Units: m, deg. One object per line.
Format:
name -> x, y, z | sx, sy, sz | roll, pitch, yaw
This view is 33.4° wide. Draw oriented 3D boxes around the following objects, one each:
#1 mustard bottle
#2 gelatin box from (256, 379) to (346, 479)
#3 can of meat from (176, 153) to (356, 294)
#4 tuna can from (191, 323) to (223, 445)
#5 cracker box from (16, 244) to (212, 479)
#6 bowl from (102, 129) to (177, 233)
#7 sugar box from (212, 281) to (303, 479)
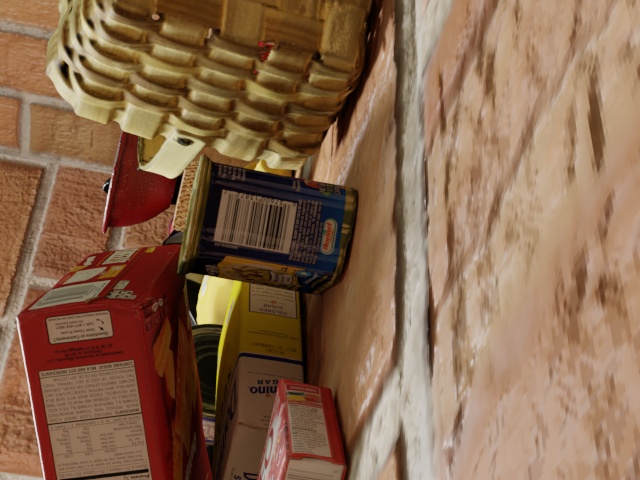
mustard bottle -> -0.055, 0.001, 0.829 | 0.192, 0.058, 0.096 | 110, 173, -52
gelatin box -> -0.014, 0.121, 0.498 | 0.073, 0.030, 0.089 | -102, 24, -70
can of meat -> -0.032, -0.005, 0.588 | 0.102, 0.084, 0.057 | 137, 142, -77
tuna can -> -0.077, 0.101, 0.762 | 0.086, 0.086, 0.034 | -88, 13, -46
cracker box -> -0.106, 0.121, 0.622 | 0.164, 0.072, 0.214 | -90, -8, -80
bowl -> -0.153, -0.079, 0.961 | 0.162, 0.055, 0.162 | -168, 90, -80
sugar box -> -0.040, 0.093, 0.659 | 0.176, 0.048, 0.093 | -91, 14, -60
